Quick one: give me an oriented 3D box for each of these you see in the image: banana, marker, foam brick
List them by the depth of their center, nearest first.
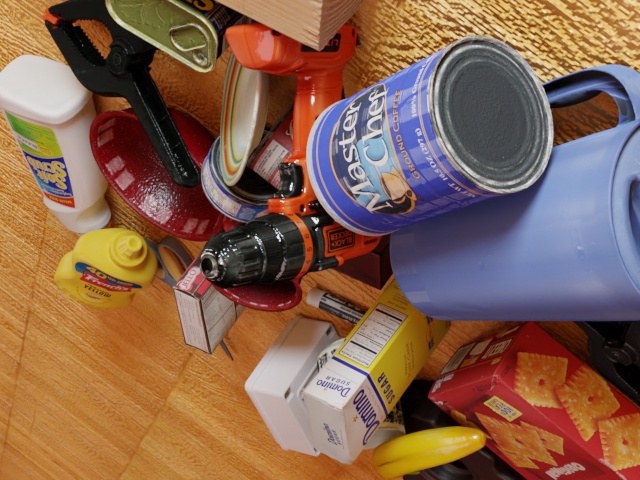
[{"bbox_3d":[0.033,-0.002,0.952,0.078,0.051,0.053,24,147,22],"label":"foam brick"},{"bbox_3d":[0.093,0.206,1.035,0.198,0.069,0.037,129,129,-67],"label":"banana"},{"bbox_3d":[0.041,0.078,1.079,0.121,0.020,0.020,23,146,22],"label":"marker"}]

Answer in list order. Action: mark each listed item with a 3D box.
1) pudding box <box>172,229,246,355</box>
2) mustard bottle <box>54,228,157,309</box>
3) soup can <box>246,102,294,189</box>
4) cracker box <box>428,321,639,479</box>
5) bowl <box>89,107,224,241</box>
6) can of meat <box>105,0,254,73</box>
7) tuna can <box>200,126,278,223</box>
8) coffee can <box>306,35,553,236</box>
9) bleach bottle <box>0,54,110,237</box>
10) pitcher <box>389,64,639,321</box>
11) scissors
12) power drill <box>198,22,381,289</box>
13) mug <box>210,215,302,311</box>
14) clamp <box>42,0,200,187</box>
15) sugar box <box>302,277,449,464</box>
[{"bbox_3d":[-0.113,0.056,1.138,0.039,0.090,0.113,24,146,21],"label":"pudding box"},{"bbox_3d":[-0.239,0.028,1.224,0.096,0.058,0.192,25,154,-17],"label":"mustard bottle"},{"bbox_3d":[-0.002,-0.059,0.899,0.102,0.068,0.069,38,149,-1],"label":"soup can"},{"bbox_3d":[0.216,0.174,0.952,0.213,0.072,0.164,40,159,-3],"label":"cracker box"},{"bbox_3d":[-0.144,-0.076,1.032,0.162,0.055,0.162,26,147,19],"label":"bowl"},{"bbox_3d":[-0.098,-0.189,0.812,0.102,0.083,0.057,31,148,11],"label":"can of meat"},{"bbox_3d":[-0.060,-0.060,0.940,0.086,0.086,0.034,37,147,1],"label":"tuna can"},{"bbox_3d":[0.070,-0.066,0.719,0.102,0.102,0.141,48,148,-16],"label":"coffee can"},{"bbox_3d":[-0.269,-0.081,1.148,0.103,0.068,0.251,23,148,20],"label":"bleach bottle"},{"bbox_3d":[0.159,-0.013,0.757,0.144,0.149,0.243,36,155,-26],"label":"pitcher"},{"bbox_3d":[-0.164,0.065,1.272,0.096,0.016,0.202,20,144,30],"label":"scissors"},{"bbox_3d":[-0.025,-0.064,0.783,0.057,0.184,0.188,4,102,37],"label":"power drill"},{"bbox_3d":[-0.057,0.001,0.998,0.093,0.081,0.117,-5,140,30],"label":"mug"},{"bbox_3d":[-0.157,-0.166,0.922,0.210,0.036,0.165,38,121,22],"label":"clamp"},{"bbox_3d":[0.055,0.106,0.950,0.048,0.176,0.093,21,145,26],"label":"sugar box"}]
